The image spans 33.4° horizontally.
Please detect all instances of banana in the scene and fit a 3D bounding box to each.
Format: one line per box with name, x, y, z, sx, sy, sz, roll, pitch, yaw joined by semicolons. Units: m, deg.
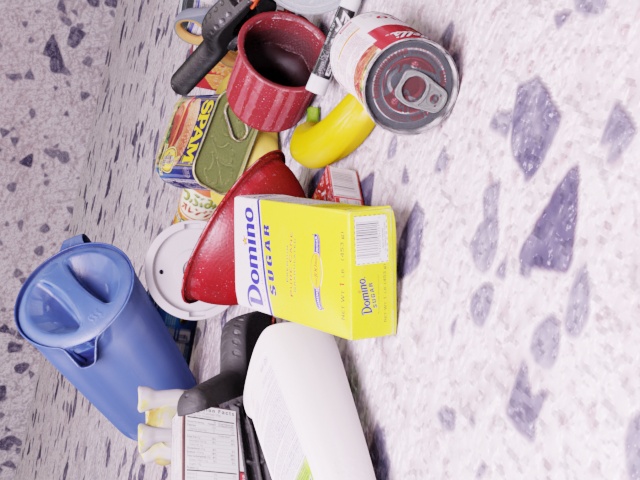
banana;0.008;-0.097;0.915;0.198;0.037;0.069;176;104;-71

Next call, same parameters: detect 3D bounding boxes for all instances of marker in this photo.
marker;0.018;-0.187;0.945;0.121;0.020;0.020;-68;21;11

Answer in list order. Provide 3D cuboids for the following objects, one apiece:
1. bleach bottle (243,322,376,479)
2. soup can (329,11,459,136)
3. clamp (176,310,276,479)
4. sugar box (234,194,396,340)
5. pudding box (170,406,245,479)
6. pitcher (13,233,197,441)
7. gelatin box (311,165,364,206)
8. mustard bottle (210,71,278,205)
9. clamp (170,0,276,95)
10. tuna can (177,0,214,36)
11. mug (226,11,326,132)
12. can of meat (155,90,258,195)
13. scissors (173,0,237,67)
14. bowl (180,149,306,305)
bleach bottle;0.003;0.172;0.748;0.251;0.068;0.103;-111;27;-51
soup can;0.050;-0.121;0.762;0.102;0.068;0.068;-120;45;-64
clamp;-0.060;0.139;0.916;0.210;0.036;0.164;-76;-32;-59
sugar box;-0.009;0.015;0.811;0.177;0.048;0.093;8;100;56
pudding box;-0.084;0.202;0.935;0.039;0.090;0.113;122;152;-45
pitcher;-0.226;0.115;1.189;0.149;0.145;0.242;-57;-33;-26
gelatin box;0.009;-0.005;0.872;0.089;0.030;0.073;-99;26;-45
mustard bottle;-0.081;-0.088;1.131;0.096;0.058;0.191;-33;48;45
clamp;-0.094;-0.200;1.049;0.039;0.120;0.171;50;165;8
tuna can;-0.136;-0.267;1.211;0.086;0.033;0.086;-172;90;-69
mug;-0.039;-0.166;1.025;0.082;0.093;0.117;122;170;-56
can of meat;-0.116;-0.100;1.084;0.084;0.057;0.102;7;75;51
scissors;-0.118;-0.246;1.107;0.202;0.096;0.016;82;-151;-64
bowl;-0.056;0.001;0.954;0.162;0.055;0.162;-55;-10;-16
